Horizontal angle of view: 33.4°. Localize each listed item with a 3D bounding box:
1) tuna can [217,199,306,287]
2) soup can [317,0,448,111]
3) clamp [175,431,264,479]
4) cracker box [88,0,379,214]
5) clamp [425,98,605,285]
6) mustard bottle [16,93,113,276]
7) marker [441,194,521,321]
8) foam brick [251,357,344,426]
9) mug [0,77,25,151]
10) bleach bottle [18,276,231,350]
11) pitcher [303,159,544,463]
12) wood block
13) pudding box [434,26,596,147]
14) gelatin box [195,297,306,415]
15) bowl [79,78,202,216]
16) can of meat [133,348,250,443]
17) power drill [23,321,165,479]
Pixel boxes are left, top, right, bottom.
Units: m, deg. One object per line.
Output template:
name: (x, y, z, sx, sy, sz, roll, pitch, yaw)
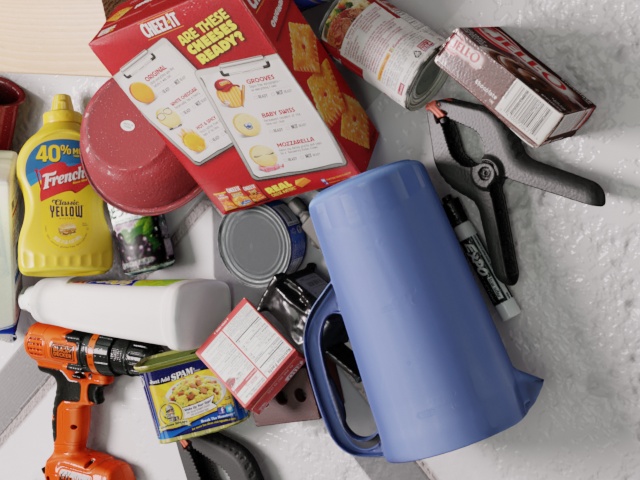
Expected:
tuna can: (-0.057, 0.001, 1.043, 0.086, 0.033, 0.086, 7, 103, 30)
soup can: (0.057, -0.166, 0.923, 0.102, 0.068, 0.069, 37, 116, 19)
clamp: (-0.071, 0.271, 1.102, 0.165, 0.036, 0.210, -41, 78, 35)
cracker box: (-0.072, -0.133, 0.945, 0.164, 0.072, 0.213, -14, 128, 33)
clamp: (0.157, -0.060, 0.901, 0.120, 0.039, 0.171, -36, 80, 28)
mustard bottle: (-0.269, -0.060, 1.121, 0.058, 0.096, 0.191, 148, 120, -71)
marker: (0.139, 0.014, 0.938, 0.020, 0.020, 0.121, -32, 83, 31)
foam brick: (-0.025, 0.147, 1.043, 0.078, 0.051, 0.053, -14, 93, 32)
mug: (-0.390, -0.137, 1.182, 0.117, 0.093, 0.082, 27, 117, 17)
bleach bottle: (-0.221, 0.069, 1.114, 0.251, 0.102, 0.068, 2, 94, 30)
pitcher: (0.069, 0.063, 0.919, 0.145, 0.149, 0.243, -25, 84, 55)
wood block: (-0.261, -0.223, 1.076, 0.206, 0.090, 0.091, 8, 120, 31)
pudding box: (0.157, -0.126, 0.858, 0.113, 0.089, 0.039, 45, 120, 15)
gelatin box: (-0.065, 0.110, 1.017, 0.073, 0.030, 0.089, -49, 54, 1)
bowl: (-0.176, -0.108, 1.047, 0.162, 0.055, 0.162, -3, 80, 17)
can of meat: (-0.128, 0.153, 1.088, 0.102, 0.057, 0.084, -15, 95, 4)
power drill: (-0.246, 0.185, 1.182, 0.185, 0.057, 0.188, 6, 101, 30)
